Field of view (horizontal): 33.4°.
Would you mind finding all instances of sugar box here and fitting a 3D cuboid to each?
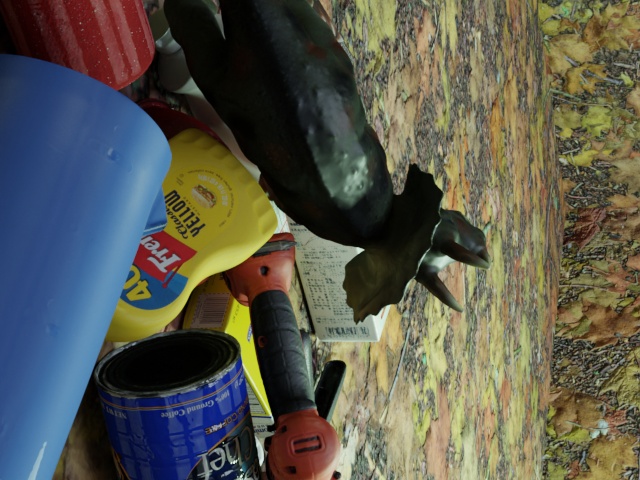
[{"bbox_3d":[-0.062,0.092,0.935,0.176,0.048,0.093,65,31,-47],"label":"sugar box"}]

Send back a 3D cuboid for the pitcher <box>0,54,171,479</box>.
[{"bbox_3d":[-0.175,0.035,0.519,0.145,0.149,0.242,97,5,-63],"label":"pitcher"}]

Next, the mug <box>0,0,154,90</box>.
[{"bbox_3d":[-0.153,-0.145,0.650,0.117,0.093,0.081,-124,-164,-47],"label":"mug"}]

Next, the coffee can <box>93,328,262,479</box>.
[{"bbox_3d":[-0.095,0.147,0.752,0.102,0.103,0.140,-49,134,-62],"label":"coffee can"}]

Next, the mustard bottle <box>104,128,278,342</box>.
[{"bbox_3d":[-0.121,0.010,0.692,0.096,0.058,0.191,49,55,0],"label":"mustard bottle"}]

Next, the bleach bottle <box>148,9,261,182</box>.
[{"bbox_3d":[-0.058,-0.107,0.889,0.250,0.068,0.102,34,78,-49],"label":"bleach bottle"}]

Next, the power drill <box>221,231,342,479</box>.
[{"bbox_3d":[-0.028,0.100,0.797,0.184,0.057,0.188,105,-28,-70],"label":"power drill"}]
